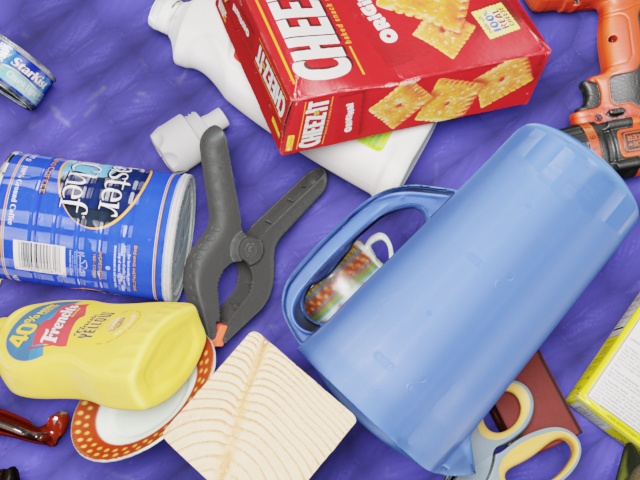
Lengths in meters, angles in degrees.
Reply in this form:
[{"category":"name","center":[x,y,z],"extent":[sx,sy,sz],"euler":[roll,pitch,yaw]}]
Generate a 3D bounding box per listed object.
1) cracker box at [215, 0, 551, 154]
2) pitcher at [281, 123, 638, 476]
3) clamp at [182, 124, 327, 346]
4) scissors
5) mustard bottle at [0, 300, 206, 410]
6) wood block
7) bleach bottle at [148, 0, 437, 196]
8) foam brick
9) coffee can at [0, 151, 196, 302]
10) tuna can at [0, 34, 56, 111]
[{"category":"cracker box","center":[0.045,-0.167,0.831],"extent":[0.213,0.072,0.164],"euler":[-13,59,-19]},{"category":"pitcher","center":[0.100,0.030,0.757],"extent":[0.243,0.145,0.149],"euler":[-48,125,-4]},{"category":"clamp","center":[-0.056,0.001,0.858],"extent":[0.120,0.039,0.171],"euler":[9,95,-29]},{"category":"scissors","center":[0.095,0.167,0.783],"extent":[0.201,0.016,0.096],"euler":[-17,73,-14]},{"category":"mustard bottle","center":[-0.189,0.083,0.817],"extent":[0.192,0.096,0.058],"euler":[0,123,30]},{"category":"wood block","center":[-0.040,0.132,0.761],"extent":[0.090,0.206,0.091],"euler":[41,83,5]},{"category":"bleach bottle","center":[-0.031,-0.128,0.876],"extent":[0.251,0.068,0.102],"euler":[28,67,6]},{"category":"foam brick","center":[0.160,0.128,0.842],"extent":[0.051,0.053,0.078],"euler":[-26,81,-5]},{"category":"coffee can","center":[-0.176,-0.010,0.837],"extent":[0.140,0.103,0.103],"euler":[8,80,1]},{"category":"tuna can","center":[-0.260,-0.142,0.867],"extent":[0.086,0.086,0.033],"euler":[33,83,5]}]
